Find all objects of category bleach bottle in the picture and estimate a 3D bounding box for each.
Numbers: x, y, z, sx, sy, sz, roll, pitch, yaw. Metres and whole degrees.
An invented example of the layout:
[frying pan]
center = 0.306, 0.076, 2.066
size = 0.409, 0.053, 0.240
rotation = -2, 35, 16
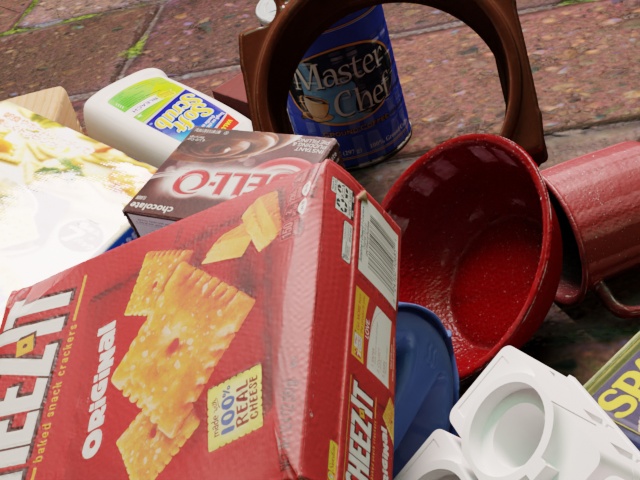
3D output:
[bleach bottle]
center = -0.103, -0.088, 0.949
size = 0.102, 0.068, 0.251
rotation = -33, 39, -33

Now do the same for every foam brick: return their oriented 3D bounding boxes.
[foam brick]
center = -0.053, -0.121, 0.981
size = 0.051, 0.053, 0.078
rotation = -34, 37, -24

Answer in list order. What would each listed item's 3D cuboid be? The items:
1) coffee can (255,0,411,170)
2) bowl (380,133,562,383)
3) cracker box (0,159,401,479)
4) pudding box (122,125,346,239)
[coffee can]
center = 0.013, -0.144, 0.903
size = 0.103, 0.140, 0.103
rotation = -12, 33, 8
[bowl]
center = 0.094, 0.018, 0.662
size = 0.162, 0.055, 0.162
rotation = -29, 51, 42
[cracker box]
center = -0.070, 0.071, 0.493
size = 0.214, 0.072, 0.164
rotation = -20, 44, 28
[pudding box]
center = -0.052, -0.028, 0.666
size = 0.114, 0.039, 0.090
rotation = 7, 44, 31
